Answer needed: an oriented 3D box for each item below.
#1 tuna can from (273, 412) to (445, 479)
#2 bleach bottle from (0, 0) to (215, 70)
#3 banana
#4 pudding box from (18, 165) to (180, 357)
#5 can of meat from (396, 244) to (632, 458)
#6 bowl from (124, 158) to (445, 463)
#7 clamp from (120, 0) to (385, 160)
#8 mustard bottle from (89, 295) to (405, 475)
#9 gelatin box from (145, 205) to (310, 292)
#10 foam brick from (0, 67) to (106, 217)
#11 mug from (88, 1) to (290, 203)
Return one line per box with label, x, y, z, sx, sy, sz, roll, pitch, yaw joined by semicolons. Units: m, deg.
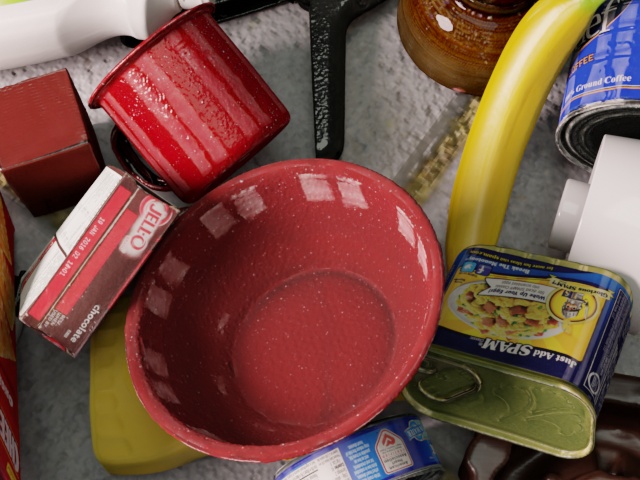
tuna can;0.019;0.123;0.557;0.086;0.086;0.034;-21;70;-8
bleach bottle;-0.190;-0.144;0.649;0.251;0.068;0.102;-1;69;5
banana;0.111;-0.066;0.624;0.037;0.069;0.198;20;103;-7
pudding box;-0.120;0.006;0.569;0.039;0.114;0.090;37;86;-18
can of meat;0.102;0.053;0.550;0.102;0.057;0.083;13;49;24
bowl;-0.012;0.040;0.526;0.162;0.055;0.162;-10;57;16
clamp;-0.002;-0.155;0.684;0.164;0.036;0.210;40;78;11
mustard bottle;-0.028;0.074;0.589;0.191;0.058;0.096;-4;64;-2
gelatin box;-0.054;0.001;0.608;0.089;0.073;0.030;-10;112;-4
foam brick;-0.159;-0.056;0.625;0.053;0.078;0.051;-18;73;-7
mug;-0.079;-0.070;0.620;0.081;0.117;0.093;50;36;-3
